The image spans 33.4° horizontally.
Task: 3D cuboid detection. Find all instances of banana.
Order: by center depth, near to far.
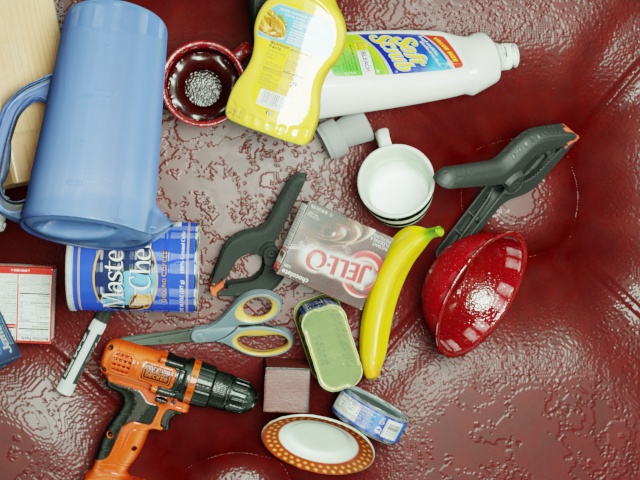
[{"bbox_3d":[0.080,0.060,1.226,0.037,0.070,0.198,16,105,-20],"label":"banana"}]

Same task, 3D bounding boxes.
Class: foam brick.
[{"bbox_3d":[-0.040,0.164,1.216,0.051,0.078,0.053,2,91,-5],"label":"foam brick"}]

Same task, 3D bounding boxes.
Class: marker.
[{"bbox_3d":[-0.267,0.121,1.222,0.020,0.020,0.121,28,90,-6],"label":"marker"}]

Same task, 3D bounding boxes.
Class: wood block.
[{"bbox_3d":[-0.326,-0.165,1.153,0.090,0.090,0.206,-14,94,-34],"label":"wood block"}]

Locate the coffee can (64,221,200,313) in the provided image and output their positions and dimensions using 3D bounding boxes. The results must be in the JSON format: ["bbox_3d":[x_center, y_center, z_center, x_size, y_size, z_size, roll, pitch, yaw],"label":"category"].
[{"bbox_3d":[-0.205,0.028,1.181,0.140,0.103,0.103,2,93,-5],"label":"coffee can"}]

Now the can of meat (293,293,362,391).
[{"bbox_3d":[0.010,0.117,1.214,0.057,0.084,0.102,-18,95,-4],"label":"can of meat"}]

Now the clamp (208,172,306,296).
[{"bbox_3d":[-0.058,0.002,1.224,0.171,0.039,0.120,-25,96,-7],"label":"clamp"}]

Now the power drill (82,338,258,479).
[{"bbox_3d":[-0.181,0.220,1.218,0.184,0.057,0.187,18,89,-4],"label":"power drill"}]

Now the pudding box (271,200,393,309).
[{"bbox_3d":[0.014,0.015,1.201,0.113,0.039,0.090,24,90,-15],"label":"pudding box"}]

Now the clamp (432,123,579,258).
[{"bbox_3d":[0.207,-0.064,1.222,0.209,0.164,0.036,-30,58,-21],"label":"clamp"}]

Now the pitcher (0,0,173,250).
[{"bbox_3d":[-0.233,-0.118,1.089,0.145,0.149,0.243,-7,72,37],"label":"pitcher"}]

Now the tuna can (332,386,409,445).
[{"bbox_3d":[0.057,0.199,1.222,0.086,0.086,0.034,28,91,-6],"label":"tuna can"}]

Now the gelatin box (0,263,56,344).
[{"bbox_3d":[-0.338,0.072,1.208,0.073,0.030,0.089,2,96,-5],"label":"gelatin box"}]

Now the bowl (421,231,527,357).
[{"bbox_3d":[0.165,0.051,1.212,0.055,0.162,0.162,33,90,33],"label":"bowl"}]

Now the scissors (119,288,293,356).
[{"bbox_3d":[-0.129,0.091,1.221,0.201,0.016,0.096,8,118,-5],"label":"scissors"}]

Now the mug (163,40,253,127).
[{"bbox_3d":[-0.121,-0.179,1.188,0.117,0.081,0.093,-44,96,-1],"label":"mug"}]

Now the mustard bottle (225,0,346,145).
[{"bbox_3d":[-0.026,-0.203,1.117,0.096,0.058,0.192,20,99,5],"label":"mustard bottle"}]

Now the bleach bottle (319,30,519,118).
[{"bbox_3d":[0.100,-0.201,1.210,0.250,0.068,0.102,-9,56,-11],"label":"bleach bottle"}]
